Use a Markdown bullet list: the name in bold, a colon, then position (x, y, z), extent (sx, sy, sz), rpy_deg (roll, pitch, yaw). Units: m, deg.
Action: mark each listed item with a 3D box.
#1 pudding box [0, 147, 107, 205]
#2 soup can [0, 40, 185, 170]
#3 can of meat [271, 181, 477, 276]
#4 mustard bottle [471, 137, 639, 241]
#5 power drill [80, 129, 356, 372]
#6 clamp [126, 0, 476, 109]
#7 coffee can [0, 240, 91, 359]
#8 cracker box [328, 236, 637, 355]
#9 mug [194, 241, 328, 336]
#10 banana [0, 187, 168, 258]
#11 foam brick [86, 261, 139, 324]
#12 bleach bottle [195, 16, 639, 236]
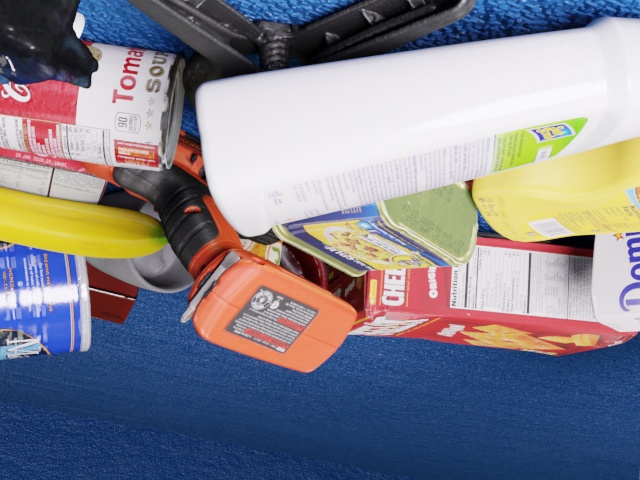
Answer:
- **pudding box**: position (-0.200, -0.053, 0.773), extent (0.090, 0.039, 0.114), rpy_deg (13, 161, -14)
- **soup can**: position (-0.132, -0.079, 0.603), extent (0.102, 0.068, 0.068), rpy_deg (8, 163, -2)
- **can of meat**: position (0.034, -0.018, 0.637), extent (0.084, 0.057, 0.102), rpy_deg (-4, 157, 41)
- **mustard bottle**: position (0.191, -0.035, 0.613), extent (0.192, 0.058, 0.096), rpy_deg (-4, 161, 35)
- **power drill**: position (-0.054, 0.001, 0.680), extent (0.184, 0.057, 0.188), rpy_deg (24, -162, -44)
- **clamp**: position (-0.033, -0.095, 0.548), extent (0.164, 0.036, 0.210), rpy_deg (6, 165, -13)
- **coffee can**: position (-0.251, 0.041, 0.808), extent (0.140, 0.103, 0.103), rpy_deg (-6, 168, -18)
- **cracker box**: position (0.123, 0.046, 0.855), extent (0.213, 0.072, 0.164), rpy_deg (5, 168, -9)
- **mug**: position (-0.059, 0.045, 0.912), extent (0.093, 0.117, 0.082), rpy_deg (52, 159, -6)
- **banana**: position (-0.192, -0.017, 0.756), extent (0.198, 0.037, 0.070), rpy_deg (8, 155, -1)
- **foam brick**: position (-0.196, 0.031, 0.918), extent (0.078, 0.051, 0.053), rpy_deg (16, 146, -16)
- **bleach bottle**: position (0.072, -0.060, 0.516), extent (0.251, 0.068, 0.102), rpy_deg (-10, 169, 4)
